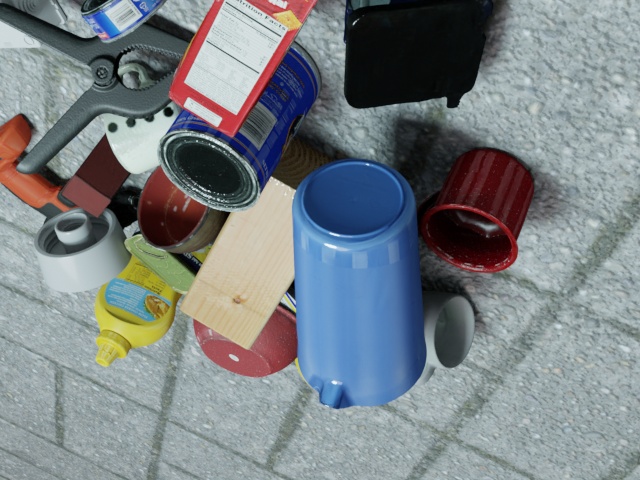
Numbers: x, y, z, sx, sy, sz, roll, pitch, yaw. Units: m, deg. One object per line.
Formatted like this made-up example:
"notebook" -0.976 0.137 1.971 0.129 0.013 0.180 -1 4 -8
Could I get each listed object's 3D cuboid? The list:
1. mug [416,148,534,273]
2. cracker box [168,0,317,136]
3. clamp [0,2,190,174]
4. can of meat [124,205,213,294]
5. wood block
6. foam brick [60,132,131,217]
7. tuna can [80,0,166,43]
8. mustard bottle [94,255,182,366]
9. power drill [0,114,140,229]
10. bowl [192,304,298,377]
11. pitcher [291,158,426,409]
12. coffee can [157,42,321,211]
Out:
"mug" 0.140 -0.029 0.997 0.117 0.081 0.093 -7 133 41
"cracker box" -0.031 -0.203 0.808 0.072 0.164 0.214 30 147 -7
"clamp" -0.215 -0.169 1.027 0.210 0.036 0.164 -16 97 -1
"can of meat" -0.165 -0.002 1.250 0.102 0.083 0.058 44 144 -24
"wood block" -0.058 0.002 1.108 0.091 0.090 0.206 31 125 -3
"foam brick" -0.248 -0.075 1.215 0.051 0.078 0.053 37 146 -12
"tuna can" -0.174 -0.218 0.960 0.086 0.086 0.033 -9 131 43
"mustard bottle" -0.216 0.070 1.286 0.096 0.191 0.058 24 147 6
"power drill" -0.324 -0.065 1.302 0.185 0.057 0.187 -21 122 42
"bowl" -0.095 0.122 1.314 0.162 0.055 0.162 17 150 10
"pitcher" 0.039 0.033 1.012 0.145 0.149 0.243 -16 141 -10
"coffee can" -0.073 -0.112 0.983 0.103 0.140 0.103 19 146 13
